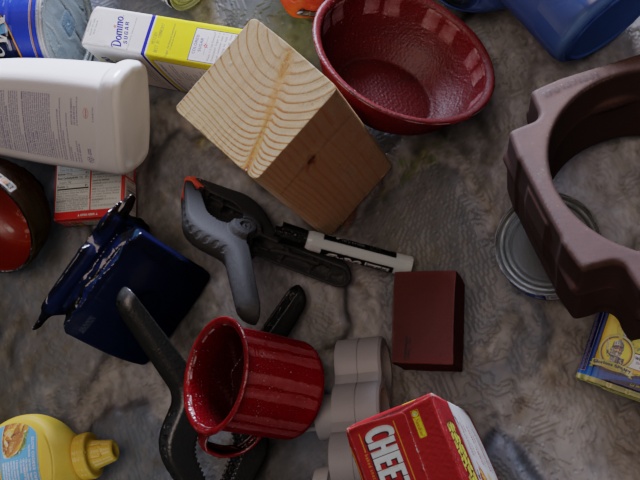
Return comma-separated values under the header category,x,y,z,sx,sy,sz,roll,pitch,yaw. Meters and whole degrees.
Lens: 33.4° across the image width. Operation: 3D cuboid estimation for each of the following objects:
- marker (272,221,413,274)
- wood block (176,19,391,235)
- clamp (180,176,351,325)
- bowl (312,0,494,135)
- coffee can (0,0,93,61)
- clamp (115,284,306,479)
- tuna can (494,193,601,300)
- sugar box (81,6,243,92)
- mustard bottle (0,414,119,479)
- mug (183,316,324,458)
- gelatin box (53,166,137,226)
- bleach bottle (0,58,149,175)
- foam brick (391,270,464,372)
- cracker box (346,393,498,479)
category,x,y,z,sx,sy,sz,roll,pitch,yaw
marker,0.019,0.007,0.905,0.121,0.020,0.020,15,83,-5
wood block,-0.021,-0.081,0.859,0.090,0.206,0.091,42,91,19
clamp,-0.056,0.001,0.927,0.172,0.120,0.039,51,131,32
bowl,0.063,-0.142,0.904,0.162,0.055,0.162,11,51,-14
coffee can,-0.301,-0.203,1.017,0.140,0.102,0.103,1,79,16
clamp,-0.099,0.133,0.896,0.164,0.036,0.210,7,86,-21
tuna can,0.187,0.006,0.874,0.086,0.033,0.086,-3,78,15
sugar box,-0.115,-0.165,0.963,0.176,0.093,0.048,15,81,17
mustard bottle,-0.269,0.206,0.947,0.192,0.058,0.096,-15,72,12
mug,-0.056,0.124,0.849,0.093,0.081,0.117,42,111,53
gelatin box,-0.210,-0.060,1.001,0.073,0.030,0.089,-4,77,16
bleach bottle,-0.281,-0.126,0.966,0.251,0.068,0.102,10,117,16
foam brick,0.089,0.067,0.880,0.053,0.051,0.078,0,79,16
cracker box,0.094,0.203,0.764,0.072,0.213,0.164,-24,74,9
